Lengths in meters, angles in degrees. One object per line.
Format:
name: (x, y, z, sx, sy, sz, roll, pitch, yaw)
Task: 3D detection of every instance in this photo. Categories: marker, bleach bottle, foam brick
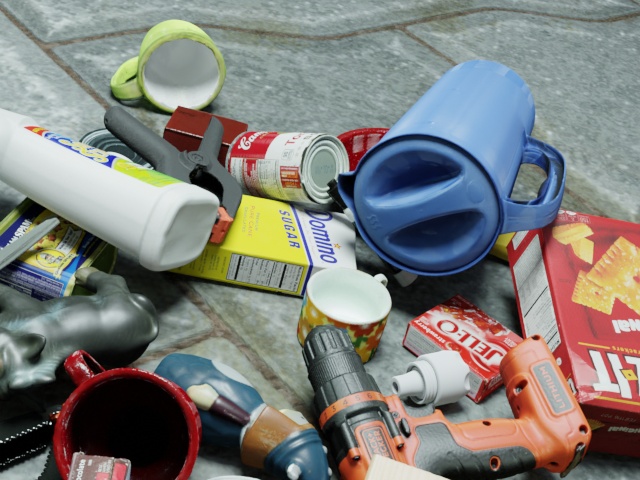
marker: (0.047, -0.008, 0.988, 0.121, 0.020, 0.020, 51, 37, -10)
bleach bottle: (-0.214, -0.056, 0.884, 0.251, 0.068, 0.102, 24, 11, 15)
foam brick: (-0.118, -0.094, 1.077, 0.078, 0.051, 0.053, 15, 35, 1)

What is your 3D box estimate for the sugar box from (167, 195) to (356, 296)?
sugar box: (-0.056, 0.001, 0.973, 0.176, 0.048, 0.093, 8, 36, -7)

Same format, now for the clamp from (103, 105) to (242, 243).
clamp: (-0.127, -0.066, 0.957, 0.120, 0.039, 0.171, 3, 37, -25)

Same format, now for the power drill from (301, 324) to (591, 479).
power drill: (0.092, 0.128, 0.804, 0.187, 0.057, 0.184, -12, 57, -16)

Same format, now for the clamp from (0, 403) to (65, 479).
clamp: (-0.213, 0.179, 0.683, 0.165, 0.036, 0.209, 27, 35, 19)

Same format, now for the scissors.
scissors: (-0.298, 0.038, 0.814, 0.096, 0.016, 0.201, 20, 54, 25)

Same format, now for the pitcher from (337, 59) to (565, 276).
pitcher: (0.135, -0.077, 0.982, 0.149, 0.145, 0.242, 47, 35, -7)

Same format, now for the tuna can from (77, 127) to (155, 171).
tuna can: (-0.196, -0.074, 1.037, 0.086, 0.034, 0.086, 9, 36, -7)

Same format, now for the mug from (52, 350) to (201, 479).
mug: (-0.132, 0.123, 0.718, 0.093, 0.081, 0.117, -41, 85, -4)

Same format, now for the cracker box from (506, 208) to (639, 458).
cracker box: (0.261, 0.077, 0.917, 0.164, 0.072, 0.213, 10, 47, -13)

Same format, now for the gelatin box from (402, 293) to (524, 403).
gelatin box: (0.128, 0.091, 0.927, 0.089, 0.030, 0.073, 37, 41, 28)

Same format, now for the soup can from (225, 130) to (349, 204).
soup can: (-0.032, -0.070, 1.018, 0.102, 0.068, 0.068, 7, 24, 42)

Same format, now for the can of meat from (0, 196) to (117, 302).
can of meat: (-0.225, 0.017, 0.884, 0.084, 0.057, 0.102, 20, 36, 6)
